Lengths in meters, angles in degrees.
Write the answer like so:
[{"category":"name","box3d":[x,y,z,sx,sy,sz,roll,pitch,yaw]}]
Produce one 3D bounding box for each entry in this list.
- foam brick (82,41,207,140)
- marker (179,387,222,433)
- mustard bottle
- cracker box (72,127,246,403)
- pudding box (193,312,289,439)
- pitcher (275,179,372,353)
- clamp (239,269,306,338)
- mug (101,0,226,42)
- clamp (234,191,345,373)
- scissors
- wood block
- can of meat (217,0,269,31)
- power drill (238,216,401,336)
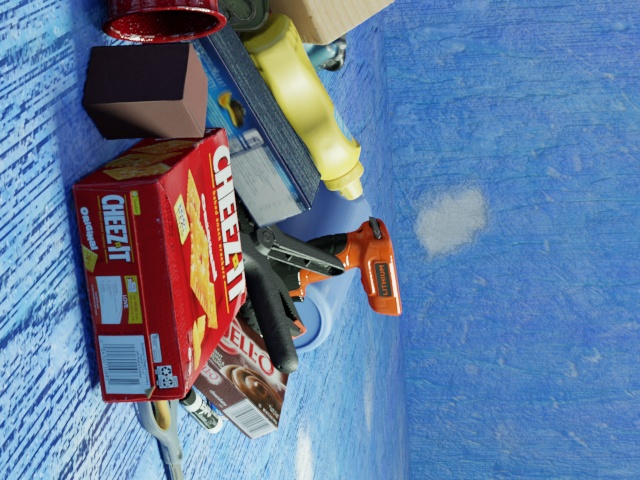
[{"category":"foam brick","box3d":[-0.126,-0.109,0.780,0.053,0.078,0.051,69,23,-63]},{"category":"marker","box3d":[-0.114,0.156,0.993,0.121,0.020,0.020,69,22,-64]},{"category":"mustard bottle","box3d":[-0.010,-0.119,1.020,0.191,0.058,0.096,59,1,-25]},{"category":"cracker box","box3d":[-0.117,0.009,0.836,0.213,0.072,0.164,-62,148,-72]},{"category":"pudding box","box3d":[-0.080,0.120,1.010,0.113,0.039,0.090,51,27,-24]},{"category":"pitcher","box3d":[-0.022,0.036,1.298,0.242,0.145,0.149,-69,144,-58]},{"category":"clamp","box3d":[-0.076,0.038,1.025,0.171,0.039,0.120,53,30,-13]},{"category":"mug","box3d":[-0.122,-0.199,0.813,0.117,0.093,0.081,155,-70,-79]},{"category":"clamp","box3d":[-0.057,0.001,1.006,0.210,0.036,0.164,55,34,-12]},{"category":"scissors","box3d":[-0.127,0.163,0.927,0.202,0.016,0.096,80,13,-45]},{"category":"wood block","box3d":[-0.024,-0.298,1.010,0.091,0.090,0.206,23,-35,59]},{"category":"can of meat","box3d":[-0.091,-0.245,0.994,0.084,0.057,0.102,-157,-118,-64]},{"category":"power drill","box3d":[-0.012,0.057,1.133,0.057,0.187,0.184,-106,-173,-62]}]
